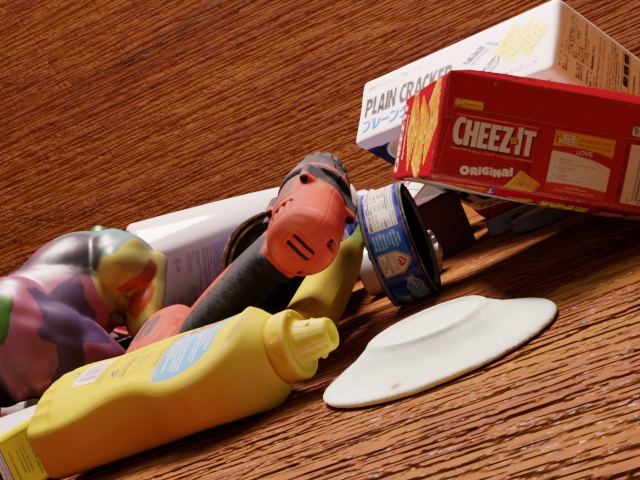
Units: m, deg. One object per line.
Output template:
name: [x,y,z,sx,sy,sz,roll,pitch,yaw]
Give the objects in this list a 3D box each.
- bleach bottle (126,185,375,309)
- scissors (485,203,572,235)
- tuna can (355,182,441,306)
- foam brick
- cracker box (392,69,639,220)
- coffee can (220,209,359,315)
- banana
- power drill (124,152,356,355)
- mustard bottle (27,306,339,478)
bleach bottle: [-0.057,0.001,1.024,0.250,0.103,0.068,-16,42,-22]
scissors: [0.236,-0.045,0.899,0.202,0.016,0.096,-22,6,10]
tuna can: [0.057,0.002,0.770,0.034,0.086,0.086,-20,4,14]
foam brick: [0.095,-0.009,0.961,0.053,0.051,0.078,-23,4,-16]
cracker box: [0.142,-0.060,0.706,0.164,0.072,0.214,9,4,-2]
coffee can: [-0.019,0.016,0.903,0.103,0.103,0.140,-22,4,10]
banana: [-0.003,0.043,0.748,0.037,0.070,0.197,18,26,7]
power drill: [-0.051,0.021,0.753,0.188,0.057,0.184,-47,7,16]
mustard bottle: [-0.076,0.083,0.636,0.192,0.058,0.096,-22,10,23]
